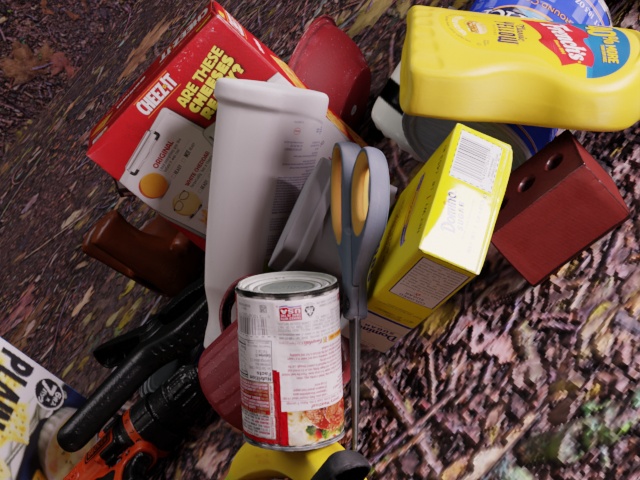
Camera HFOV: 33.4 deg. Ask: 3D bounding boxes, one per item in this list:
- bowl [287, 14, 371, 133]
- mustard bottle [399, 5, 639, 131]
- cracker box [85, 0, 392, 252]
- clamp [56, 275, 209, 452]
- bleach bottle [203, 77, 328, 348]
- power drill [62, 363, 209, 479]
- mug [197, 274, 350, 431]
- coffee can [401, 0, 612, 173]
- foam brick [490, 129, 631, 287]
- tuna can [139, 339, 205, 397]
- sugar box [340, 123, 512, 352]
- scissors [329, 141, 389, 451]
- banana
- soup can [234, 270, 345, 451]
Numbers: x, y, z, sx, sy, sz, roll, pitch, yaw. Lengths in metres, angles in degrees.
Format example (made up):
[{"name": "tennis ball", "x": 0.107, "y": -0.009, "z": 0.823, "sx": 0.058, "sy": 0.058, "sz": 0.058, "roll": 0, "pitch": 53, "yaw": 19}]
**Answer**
[{"name": "bowl", "x": 0.007, "y": -0.131, "z": 1.027, "sx": 0.162, "sy": 0.055, "sz": 0.162, "roll": 20, "pitch": -90, "yaw": -77}, {"name": "mustard bottle", "x": 0.148, "y": -0.106, "z": 0.676, "sx": 0.096, "sy": 0.191, "sz": 0.058, "roll": -83, "pitch": -1, "yaw": -56}, {"name": "cracker box", "x": -0.070, "y": -0.076, "z": 0.935, "sx": 0.164, "sy": 0.213, "sz": 0.072, "roll": -44, "pitch": 24, "yaw": 11}, {"name": "clamp", "x": -0.144, "y": 0.086, "z": 0.953, "sx": 0.210, "sy": 0.036, "sz": 0.164, "roll": -40, "pitch": 18, "yaw": 8}, {"name": "bleach bottle", "x": -0.056, "y": 0.001, "z": 0.852, "sx": 0.068, "sy": 0.102, "sz": 0.251, "roll": 15, "pitch": 101, "yaw": 26}, {"name": "power drill", "x": -0.149, "y": 0.202, "z": 0.854, "sx": 0.185, "sy": 0.057, "sz": 0.187, "roll": -46, "pitch": 20, "yaw": 16}, {"name": "mug", "x": -0.041, "y": 0.080, "z": 0.790, "sx": 0.082, "sy": 0.093, "sz": 0.117, "roll": -43, "pitch": 63, "yaw": 26}, {"name": "coffee can", "x": 0.136, "y": -0.118, "z": 0.778, "sx": 0.103, "sy": 0.102, "sz": 0.140, "roll": -5, "pitch": 49, "yaw": 59}, {"name": "foam brick", "x": 0.146, "y": -0.021, "z": 0.677, "sx": 0.078, "sy": 0.051, "sz": 0.053, "roll": -40, "pitch": 24, "yaw": 21}, {"name": "tuna can", "x": -0.123, "y": 0.116, "z": 0.966, "sx": 0.086, "sy": 0.033, "sz": 0.086, "roll": -39, "pitch": 25, "yaw": 22}, {"name": "sugar box", "x": 0.064, "y": 0.005, "z": 0.703, "sx": 0.176, "sy": 0.048, "sz": 0.093, "roll": 130, "pitch": 162, "yaw": -63}, {"name": "scissors", "x": 0.027, "y": 0.029, "z": 0.671, "sx": 0.096, "sy": 0.016, "sz": 0.202, "roll": 137, "pitch": 131, "yaw": -69}, {"name": "banana", "x": -0.011, "y": 0.158, "z": 0.708, "sx": 0.198, "sy": 0.037, "sz": 0.069, "roll": -5, "pitch": 71, "yaw": 61}, {"name": "soup can", "x": -0.019, "y": 0.076, "z": 0.689, "sx": 0.069, "sy": 0.068, "sz": 0.102, "roll": -160, "pitch": 65, "yaw": -65}]
